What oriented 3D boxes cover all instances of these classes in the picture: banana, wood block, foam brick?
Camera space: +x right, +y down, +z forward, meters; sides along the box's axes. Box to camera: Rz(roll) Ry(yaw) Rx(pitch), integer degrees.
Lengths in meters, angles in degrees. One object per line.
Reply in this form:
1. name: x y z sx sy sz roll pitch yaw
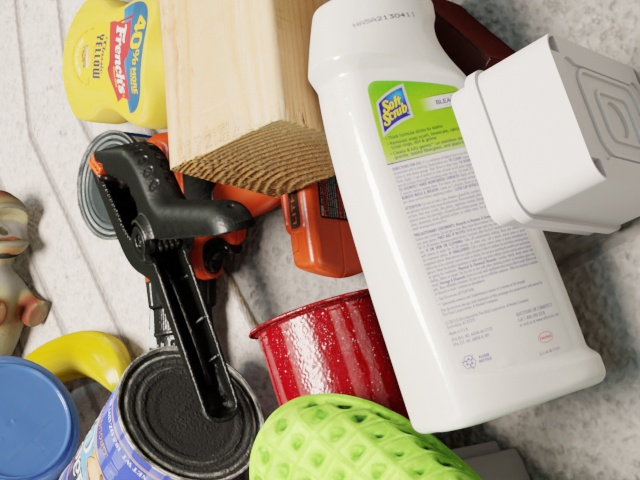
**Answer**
1. banana: -0.207 0.106 0.866 0.198 0.037 0.069 -10 45 47
2. wood block: -0.034 -0.141 0.627 0.090 0.090 0.206 -20 68 38
3. foam brick: 0.076 -0.100 0.617 0.078 0.051 0.053 48 119 32

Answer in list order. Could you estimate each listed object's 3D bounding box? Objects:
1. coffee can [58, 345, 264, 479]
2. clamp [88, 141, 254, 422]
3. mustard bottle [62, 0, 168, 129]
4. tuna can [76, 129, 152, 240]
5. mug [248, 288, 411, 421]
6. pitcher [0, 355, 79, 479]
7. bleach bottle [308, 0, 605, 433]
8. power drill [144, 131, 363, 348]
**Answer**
1. coffee can: -0.113 0.153 0.729 0.103 0.102 0.140 60 136 26
2. clamp: -0.100 0.008 0.695 0.210 0.036 0.165 42 138 46
3. mustard bottle: -0.124 -0.129 0.774 0.192 0.058 0.096 13 97 53
4. tuna can: -0.152 -0.042 0.836 0.086 0.033 0.086 -2 87 42
5. mug: 0.023 0.077 0.644 0.117 0.093 0.081 -19 78 3
6. pitcher: -0.276 0.192 0.855 0.243 0.149 0.145 -41 48 46
7. bleach bottle: 0.059 -0.034 0.553 0.068 0.102 0.251 -31 74 65
8. power drill: -0.055 0.001 0.728 0.188 0.057 0.184 -12 80 42
